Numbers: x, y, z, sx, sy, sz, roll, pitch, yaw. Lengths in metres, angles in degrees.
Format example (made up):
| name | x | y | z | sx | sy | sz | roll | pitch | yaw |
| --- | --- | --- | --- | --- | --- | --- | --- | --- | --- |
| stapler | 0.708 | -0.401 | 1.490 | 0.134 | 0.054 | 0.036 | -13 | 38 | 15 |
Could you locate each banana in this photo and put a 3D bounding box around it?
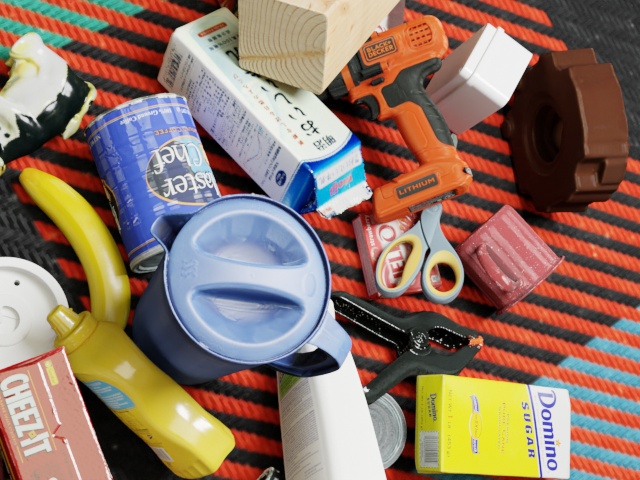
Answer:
| name | x | y | z | sx | sy | sz | roll | pitch | yaw |
| --- | --- | --- | --- | --- | --- | --- | --- | --- | --- |
| banana | -0.220 | 0.018 | 0.994 | 0.069 | 0.037 | 0.198 | -15 | 81 | -23 |

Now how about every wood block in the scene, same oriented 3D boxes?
| name | x | y | z | sx | sy | sz | roll | pitch | yaw |
| --- | --- | --- | --- | --- | --- | --- | --- | --- | --- |
| wood block | 0.010 | -0.242 | 1.031 | 0.091 | 0.090 | 0.205 | 21 | 48 | 16 |

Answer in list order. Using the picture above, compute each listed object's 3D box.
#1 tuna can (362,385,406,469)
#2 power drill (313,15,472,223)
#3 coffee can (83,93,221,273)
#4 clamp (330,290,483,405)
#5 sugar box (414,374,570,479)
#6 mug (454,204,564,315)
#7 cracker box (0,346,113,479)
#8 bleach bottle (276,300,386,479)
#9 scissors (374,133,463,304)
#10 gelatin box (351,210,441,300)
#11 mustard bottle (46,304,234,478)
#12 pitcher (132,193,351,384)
| name | x | y | z | sx | sy | sz | roll | pitch | yaw |
| --- | --- | --- | --- | --- | --- | --- | --- | --- | --- |
| tuna can | 0.040 | 0.185 | 1.039 | 0.086 | 0.034 | 0.086 | 5 | 74 | -18 |
| power drill | 0.060 | -0.116 | 1.074 | 0.184 | 0.057 | 0.188 | -20 | 81 | 10 |
| coffee can | -0.151 | -0.053 | 1.001 | 0.102 | 0.103 | 0.140 | -18 | 82 | -22 |
| clamp | 0.088 | 0.114 | 1.057 | 0.171 | 0.039 | 0.120 | 10 | 59 | -22 |
| sugar box | 0.173 | 0.185 | 1.050 | 0.175 | 0.048 | 0.093 | 10 | 77 | -32 |
| mug | 0.186 | 0.020 | 1.096 | 0.081 | 0.093 | 0.117 | 48 | 24 | 4 |
| cracker box | -0.211 | 0.184 | 0.856 | 0.072 | 0.214 | 0.164 | -20 | 83 | -17 |
| bleach bottle | 0.001 | 0.140 | 0.980 | 0.068 | 0.103 | 0.251 | 13 | 51 | -31 |
| scissors | 0.128 | -0.016 | 1.086 | 0.096 | 0.016 | 0.201 | 29 | 67 | 15 |
| gelatin box | 0.079 | 0.013 | 1.101 | 0.073 | 0.030 | 0.089 | -8 | 78 | -20 |
| mustard bottle | -0.164 | 0.127 | 0.928 | 0.191 | 0.096 | 0.058 | 47 | 66 | -19 |
| pitcher | -0.082 | 0.063 | 0.917 | 0.144 | 0.243 | 0.149 | -12 | 80 | -21 |
